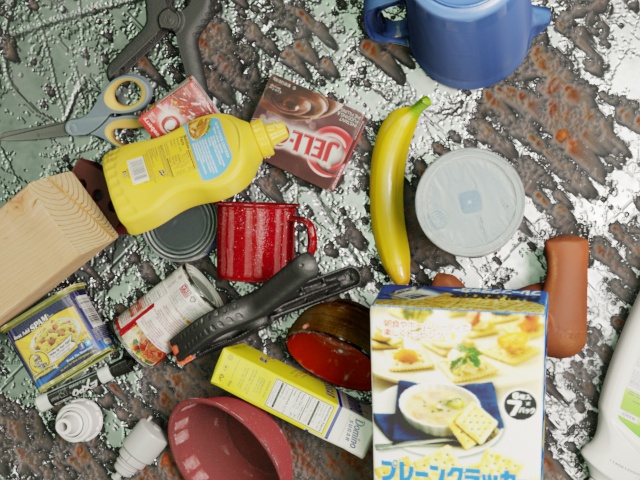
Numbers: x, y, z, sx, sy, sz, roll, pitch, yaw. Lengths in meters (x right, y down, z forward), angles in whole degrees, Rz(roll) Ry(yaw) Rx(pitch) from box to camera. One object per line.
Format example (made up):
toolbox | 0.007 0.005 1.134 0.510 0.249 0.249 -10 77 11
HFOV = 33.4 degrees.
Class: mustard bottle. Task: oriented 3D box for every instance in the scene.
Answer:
mustard bottle | -0.124 -0.081 1.106 0.191 0.058 0.096 -22 56 0

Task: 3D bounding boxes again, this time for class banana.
banana | 0.077 -0.054 1.118 0.037 0.070 0.198 2 96 -24

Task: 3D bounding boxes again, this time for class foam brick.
foam brick | -0.237 -0.048 1.173 0.078 0.051 0.053 31 93 8

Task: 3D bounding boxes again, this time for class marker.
marker | -0.260 0.159 1.187 0.121 0.020 0.020 -25 85 7

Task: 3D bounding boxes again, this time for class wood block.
wood block | -0.331 0.025 1.139 0.206 0.090 0.091 -36 90 21

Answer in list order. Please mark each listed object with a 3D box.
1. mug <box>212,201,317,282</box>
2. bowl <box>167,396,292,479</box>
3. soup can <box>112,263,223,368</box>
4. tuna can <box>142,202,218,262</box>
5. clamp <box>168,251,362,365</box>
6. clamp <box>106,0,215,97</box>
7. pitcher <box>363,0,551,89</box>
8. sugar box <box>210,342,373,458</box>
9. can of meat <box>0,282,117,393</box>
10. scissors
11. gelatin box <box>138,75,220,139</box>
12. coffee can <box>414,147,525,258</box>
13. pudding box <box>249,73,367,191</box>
mug | -0.057 0.001 1.122 0.117 0.093 0.081 3 93 23
bowl | -0.083 0.222 1.116 0.162 0.055 0.162 22 128 31
soup can | -0.163 0.080 1.149 0.102 0.068 0.068 -39 83 6
tuna can | -0.150 -0.019 1.167 0.086 0.033 0.086 0 88 9
clamp | -0.059 0.071 1.103 0.210 0.164 0.036 -30 74 20
clamp | -0.171 -0.236 1.175 0.120 0.039 0.171 9 92 4
pitcher | 0.130 -0.231 1.023 0.145 0.242 0.149 44 94 10
sugar box | -0.021 0.163 1.111 0.176 0.093 0.048 23 92 8
can of meat | -0.286 0.108 1.174 0.102 0.057 0.084 -31 86 8
scissors | -0.266 -0.145 1.188 0.202 0.016 0.096 9 110 10
gelatin box | -0.141 -0.121 1.154 0.073 0.030 0.089 -35 110 5
coffee can | 0.150 -0.034 1.065 0.103 0.140 0.103 0 88 9
pudding box | -0.018 -0.115 1.146 0.113 0.039 0.090 25 93 10
